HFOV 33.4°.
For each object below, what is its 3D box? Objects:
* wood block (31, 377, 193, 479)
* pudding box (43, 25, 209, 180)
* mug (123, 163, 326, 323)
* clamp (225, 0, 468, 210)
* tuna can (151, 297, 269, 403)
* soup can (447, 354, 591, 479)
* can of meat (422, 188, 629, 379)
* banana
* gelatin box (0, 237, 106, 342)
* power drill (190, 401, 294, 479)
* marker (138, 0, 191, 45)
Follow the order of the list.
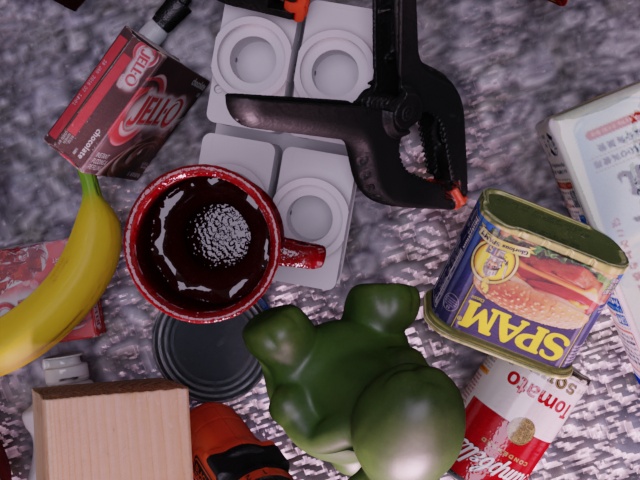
[{"bbox_3d":[-0.131,0.196,0.681,0.090,0.090,0.206,-3,88,-20],"label":"wood block"},{"bbox_3d":[-0.125,-0.087,0.705,0.039,0.113,0.090,39,96,4],"label":"pudding box"},{"bbox_3d":[-0.054,0.001,0.658,0.117,0.081,0.093,6,94,4],"label":"mug"},{"bbox_3d":[0.034,-0.079,0.664,0.164,0.036,0.210,-48,134,-17],"label":"clamp"},{"bbox_3d":[-0.074,0.069,0.751,0.086,0.033,0.086,0,94,4],"label":"tuna can"},{"bbox_3d":[0.127,0.118,0.721,0.068,0.068,0.102,32,95,2],"label":"soup can"},{"bbox_3d":[0.126,0.026,0.658,0.102,0.057,0.084,21,115,-5],"label":"can of meat"},{"bbox_3d":[-0.197,0.042,0.729,0.198,0.037,0.070,-47,71,6],"label":"banana"},{"bbox_3d":[-0.203,0.038,0.761,0.089,0.030,0.073,-8,93,5],"label":"gelatin box"},{"bbox_3d":[-0.047,0.221,0.686,0.057,0.185,0.188,-2,112,-25],"label":"power drill"},{"bbox_3d":[-0.134,-0.127,0.750,0.020,0.020,0.121,43,96,1],"label":"marker"}]
